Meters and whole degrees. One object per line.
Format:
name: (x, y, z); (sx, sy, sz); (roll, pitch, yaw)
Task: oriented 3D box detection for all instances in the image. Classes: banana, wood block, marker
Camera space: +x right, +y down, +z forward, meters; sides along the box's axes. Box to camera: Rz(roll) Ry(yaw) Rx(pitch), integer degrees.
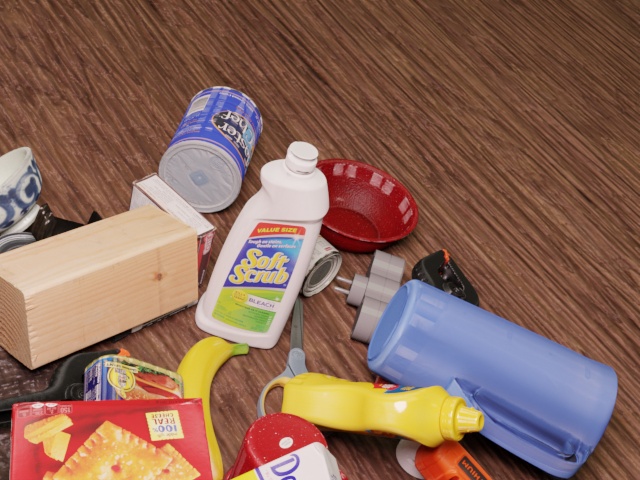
banana: (-0.117, 0.159, 1.080); (0.069, 0.037, 0.197); (13, 39, -4)
wood block: (-0.235, 0.043, 1.108); (0.205, 0.091, 0.090); (-22, 36, -39)
marker: (-0.184, 0.082, 1.159); (0.020, 0.020, 0.120); (41, 43, 25)

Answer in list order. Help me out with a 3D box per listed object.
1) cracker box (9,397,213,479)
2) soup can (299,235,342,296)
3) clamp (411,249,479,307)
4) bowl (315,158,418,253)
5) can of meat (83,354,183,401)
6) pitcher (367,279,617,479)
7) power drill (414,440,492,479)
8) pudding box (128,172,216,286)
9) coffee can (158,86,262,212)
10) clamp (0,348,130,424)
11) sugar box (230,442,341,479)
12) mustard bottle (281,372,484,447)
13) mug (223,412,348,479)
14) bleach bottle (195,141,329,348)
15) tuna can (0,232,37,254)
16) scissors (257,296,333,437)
cracker box: (-0.167, 0.227, 0.854); (0.164, 0.072, 0.214); (1, 42, -15)
soup can: (-0.032, 0.011, 1.269); (0.102, 0.069, 0.068); (41, 43, 23)
clamp: (0.144, 0.070, 1.269); (0.164, 0.036, 0.210); (28, 26, -22)
bowl: (0.041, -0.034, 1.364); (0.162, 0.055, 0.162); (12, 39, -10)
can of meat: (-0.175, 0.163, 1.006); (0.102, 0.058, 0.084); (25, 41, -34)
pitcher: (0.175, 0.144, 1.111); (0.242, 0.149, 0.145); (27, 73, -6)
power drill: (0.086, 0.264, 0.994); (0.184, 0.057, 0.187); (49, 43, 0)
pudding box: (-0.172, -0.008, 1.214); (0.114, 0.090, 0.039); (39, 43, 24)
coffee can: (-0.136, -0.116, 1.348); (0.103, 0.103, 0.140); (18, 38, -3)
clamp: (-0.245, 0.155, 1.024); (0.120, 0.039, 0.171); (38, 35, -9)
sugar box: (-0.062, 0.249, 0.913); (0.176, 0.048, 0.093); (-28, 44, 9)
mustard bottle: (0.065, 0.164, 1.027); (0.192, 0.058, 0.096); (2, -10, 30)
mug: (-0.029, 0.222, 1.008); (0.117, 0.082, 0.093); (20, 38, 1)
bleach bottle: (-0.057, 0.001, 1.121); (0.102, 0.251, 0.068); (18, 38, -2)
tuna can: (-0.320, 0.030, 1.151); (0.086, 0.034, 0.086); (12, 39, -10)
scissors: (-0.011, 0.141, 1.165); (0.096, 0.016, 0.201); (23, 39, 2)
